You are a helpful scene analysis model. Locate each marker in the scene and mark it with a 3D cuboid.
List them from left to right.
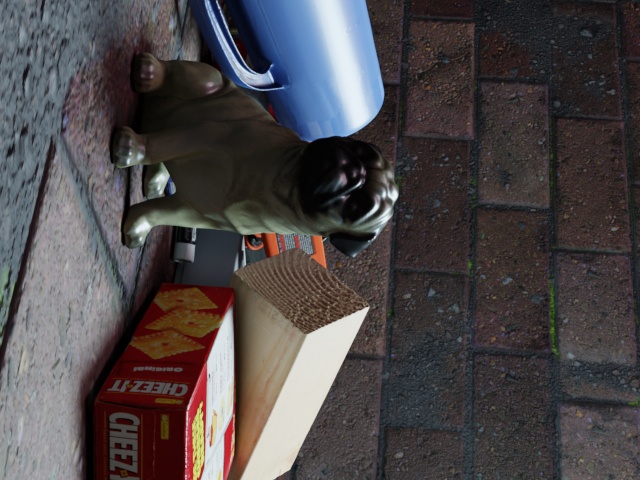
[{"bbox_3d":[-0.117,-0.040,0.959,0.020,0.020,0.121,80,14,-79],"label":"marker"}]

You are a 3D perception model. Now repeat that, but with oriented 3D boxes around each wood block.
[{"bbox_3d":[-0.050,0.120,0.943,0.090,0.090,0.206,-21,143,-49],"label":"wood block"}]

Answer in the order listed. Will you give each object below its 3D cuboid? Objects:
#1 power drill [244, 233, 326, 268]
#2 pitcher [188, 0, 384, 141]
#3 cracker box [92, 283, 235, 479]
[{"bbox_3d":[-0.057,-0.003,1.061,0.188,0.057,0.184,26,-48,63],"label":"power drill"},{"bbox_3d":[-0.026,-0.203,0.961,0.145,0.149,0.243,-102,174,-47],"label":"pitcher"},{"bbox_3d":[-0.112,0.145,0.802,0.213,0.072,0.164,-76,169,-71],"label":"cracker box"}]
